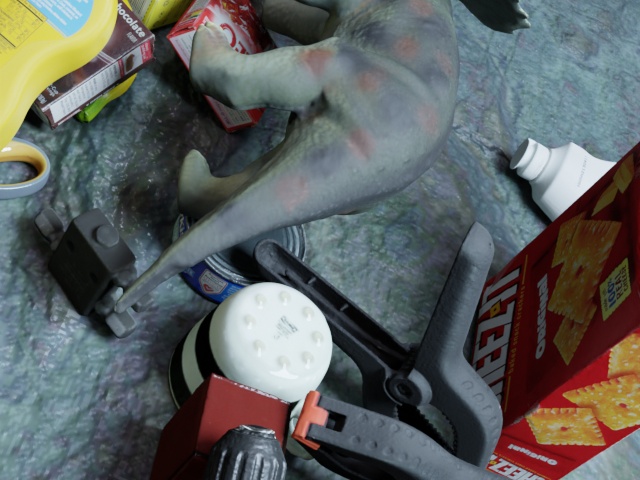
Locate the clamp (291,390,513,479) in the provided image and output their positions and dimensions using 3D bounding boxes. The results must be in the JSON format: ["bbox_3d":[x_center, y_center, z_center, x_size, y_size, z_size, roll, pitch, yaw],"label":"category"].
[{"bbox_3d":[0.052,0.138,0.620,0.171,0.120,0.039,30,57,-14],"label":"clamp"}]

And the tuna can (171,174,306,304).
[{"bbox_3d":[-0.055,0.001,0.709,0.086,0.034,0.086,16,53,-22],"label":"tuna can"}]

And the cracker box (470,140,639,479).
[{"bbox_3d":[0.176,0.048,0.694,0.072,0.214,0.164,27,49,-11],"label":"cracker box"}]

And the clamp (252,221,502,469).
[{"bbox_3d":[0.064,0.076,0.652,0.036,0.165,0.210,-47,116,-42],"label":"clamp"}]

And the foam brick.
[{"bbox_3d":[-0.057,0.120,0.597,0.053,0.078,0.051,23,49,-17],"label":"foam brick"}]

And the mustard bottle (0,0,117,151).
[{"bbox_3d":[-0.181,-0.138,0.647,0.096,0.058,0.191,37,68,5],"label":"mustard bottle"}]

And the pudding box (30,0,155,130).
[{"bbox_3d":[-0.178,-0.141,0.704,0.090,0.039,0.113,-38,80,-16],"label":"pudding box"}]

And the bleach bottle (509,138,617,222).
[{"bbox_3d":[0.274,-0.018,0.902,0.250,0.068,0.102,29,49,-8],"label":"bleach bottle"}]

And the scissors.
[{"bbox_3d":[-0.264,-0.070,0.644,0.201,0.016,0.096,10,54,-26],"label":"scissors"}]

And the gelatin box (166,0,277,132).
[{"bbox_3d":[-0.064,-0.135,0.772,0.089,0.030,0.073,57,39,-30],"label":"gelatin box"}]
